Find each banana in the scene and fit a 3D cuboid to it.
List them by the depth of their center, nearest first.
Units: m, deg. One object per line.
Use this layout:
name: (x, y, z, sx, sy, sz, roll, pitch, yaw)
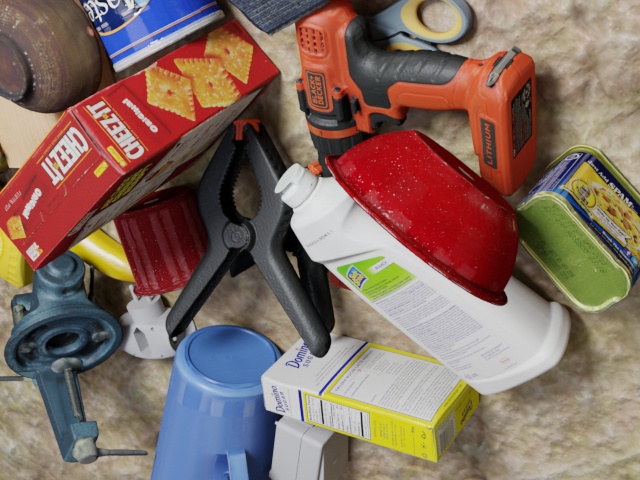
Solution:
banana: (-0.257, -0.025, 1.115, 0.070, 0.037, 0.198, -33, 96, 43)

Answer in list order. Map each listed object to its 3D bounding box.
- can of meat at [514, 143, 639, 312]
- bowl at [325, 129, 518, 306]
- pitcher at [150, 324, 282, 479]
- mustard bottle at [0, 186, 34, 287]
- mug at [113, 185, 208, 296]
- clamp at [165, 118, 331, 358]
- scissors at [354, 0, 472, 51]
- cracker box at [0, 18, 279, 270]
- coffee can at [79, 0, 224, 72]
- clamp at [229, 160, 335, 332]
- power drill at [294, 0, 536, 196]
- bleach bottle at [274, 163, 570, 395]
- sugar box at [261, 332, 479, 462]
can of meat: (0.195, -0.008, 0.778, 0.102, 0.083, 0.058, 48, 133, 0)
bowl: (0.082, -0.027, 0.737, 0.162, 0.162, 0.055, 41, 103, 7)
pitcher: (-0.103, 0.216, 1.088, 0.149, 0.144, 0.243, 24, 125, 19)
mustard bottle: (-0.386, -0.030, 1.186, 0.192, 0.058, 0.096, 28, 121, 19)
mug: (-0.155, -0.002, 1.029, 0.117, 0.093, 0.081, 3, 115, 54)
clamp: (-0.056, 0.001, 0.933, 0.165, 0.036, 0.210, 12, 102, 24)
scissors: (0.036, -0.182, 0.828, 0.202, 0.016, 0.096, 35, 134, 11)
cracker box: (-0.153, -0.083, 0.886, 0.072, 0.213, 0.164, 50, 133, -1)
coffee can: (-0.156, -0.224, 0.879, 0.103, 0.102, 0.140, -17, 106, 40)
clamp: (-0.013, 0.007, 0.962, 0.120, 0.039, 0.172, 37, 132, 11)
power drill: (0.069, -0.093, 0.816, 0.188, 0.057, 0.184, 16, 139, 27)
bleach bottle: (0.074, 0.022, 0.840, 0.250, 0.068, 0.103, 38, 136, -17)
sugar box: (0.045, 0.136, 0.965, 0.176, 0.093, 0.048, 10, 122, 31)
